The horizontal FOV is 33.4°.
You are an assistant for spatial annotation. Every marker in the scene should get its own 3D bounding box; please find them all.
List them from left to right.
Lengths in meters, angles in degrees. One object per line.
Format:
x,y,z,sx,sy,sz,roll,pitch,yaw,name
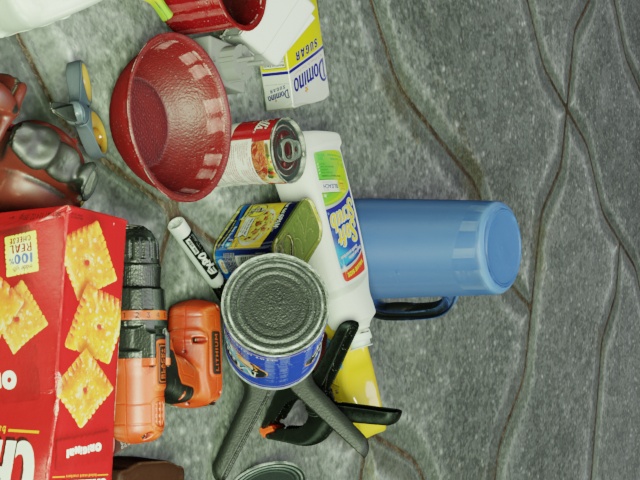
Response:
-0.121,0.023,1.099,0.121,0.020,0.020,60,40,-40,marker

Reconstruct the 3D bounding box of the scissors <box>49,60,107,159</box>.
-0.204,-0.121,0.877,0.202,0.016,0.096,91,-14,-80,scissors

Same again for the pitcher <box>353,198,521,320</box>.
0.115,0.018,1.288,0.149,0.243,0.145,20,74,-52,pitcher

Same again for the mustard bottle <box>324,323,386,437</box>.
0.028,0.136,1.283,0.058,0.096,0.191,-18,107,-16,mustard bottle

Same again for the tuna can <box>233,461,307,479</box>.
-0.053,0.272,1.132,0.086,0.086,0.034,-42,125,-54,tuna can

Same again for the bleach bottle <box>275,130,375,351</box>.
0.013,0.002,1.224,0.102,0.068,0.251,-7,78,-59,bleach bottle

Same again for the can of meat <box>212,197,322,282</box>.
-0.058,0.002,1.146,0.102,0.084,0.057,-59,137,-44,can of meat

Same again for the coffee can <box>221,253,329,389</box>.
-0.046,0.083,1.061,0.140,0.103,0.103,99,1,-69,coffee can

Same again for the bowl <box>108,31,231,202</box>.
-0.151,-0.115,1.019,0.161,0.055,0.162,8,81,-60,bowl

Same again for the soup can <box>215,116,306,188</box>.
-0.075,-0.089,1.105,0.068,0.102,0.068,8,81,-60,soup can

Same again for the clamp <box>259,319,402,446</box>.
0.008,0.181,1.164,0.039,0.172,0.120,7,46,-53,clamp

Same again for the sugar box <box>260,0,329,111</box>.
-0.037,-0.245,1.242,0.093,0.048,0.176,-29,112,-57,sugar box

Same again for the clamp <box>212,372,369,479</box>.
-0.035,0.147,1.134,0.036,0.164,0.210,80,6,-73,clamp

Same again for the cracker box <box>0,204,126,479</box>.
-0.226,0.088,0.762,0.072,0.164,0.214,17,73,-57,cracker box

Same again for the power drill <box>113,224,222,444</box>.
-0.143,0.086,0.968,0.187,0.057,0.184,26,64,-75,power drill

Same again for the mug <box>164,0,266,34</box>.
-0.110,-0.262,1.076,0.093,0.082,0.117,42,52,-51,mug
